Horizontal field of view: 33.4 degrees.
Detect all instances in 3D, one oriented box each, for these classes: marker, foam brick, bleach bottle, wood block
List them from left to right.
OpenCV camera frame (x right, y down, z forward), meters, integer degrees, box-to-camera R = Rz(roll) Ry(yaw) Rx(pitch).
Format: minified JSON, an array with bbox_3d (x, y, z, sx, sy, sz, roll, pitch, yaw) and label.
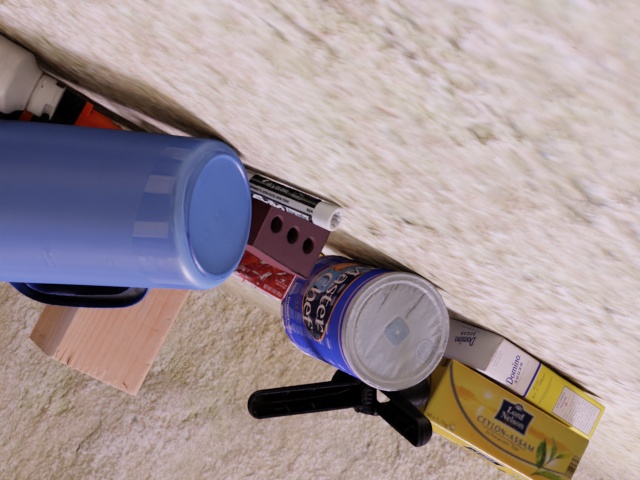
[{"bbox_3d":[-0.306,-0.159,0.775,0.250,0.068,0.103,26,172,-14],"label":"bleach bottle"},{"bbox_3d":[-0.169,0.023,0.969,0.090,0.206,0.090,31,173,-26],"label":"wood block"},{"bbox_3d":[-0.039,-0.011,0.870,0.051,0.053,0.078,21,172,42],"label":"foam brick"},{"bbox_3d":[-0.036,-0.036,0.811,0.121,0.020,0.020,23,172,30],"label":"marker"}]

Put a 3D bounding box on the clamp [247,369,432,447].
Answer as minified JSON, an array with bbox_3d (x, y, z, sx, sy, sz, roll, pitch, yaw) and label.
[{"bbox_3d":[0.035,0.141,0.984,0.165,0.036,0.209,6,-172,14],"label":"clamp"}]

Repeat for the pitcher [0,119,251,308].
[{"bbox_3d":[-0.176,-0.018,0.809,0.243,0.145,0.149,5,177,25],"label":"pitcher"}]

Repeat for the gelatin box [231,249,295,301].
[{"bbox_3d":[-0.056,0.001,0.938,0.089,0.073,0.030,29,173,-4],"label":"gelatin box"}]

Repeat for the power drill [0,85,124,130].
[{"bbox_3d":[-0.251,-0.107,0.956,0.184,0.057,0.188,33,173,-17],"label":"power drill"}]

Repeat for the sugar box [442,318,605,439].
[{"bbox_3d":[0.203,0.141,1.099,0.176,0.048,0.093,36,169,-32],"label":"sugar box"}]

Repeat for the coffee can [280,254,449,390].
[{"bbox_3d":[0.037,0.071,0.970,0.102,0.103,0.140,31,173,-25],"label":"coffee can"}]
